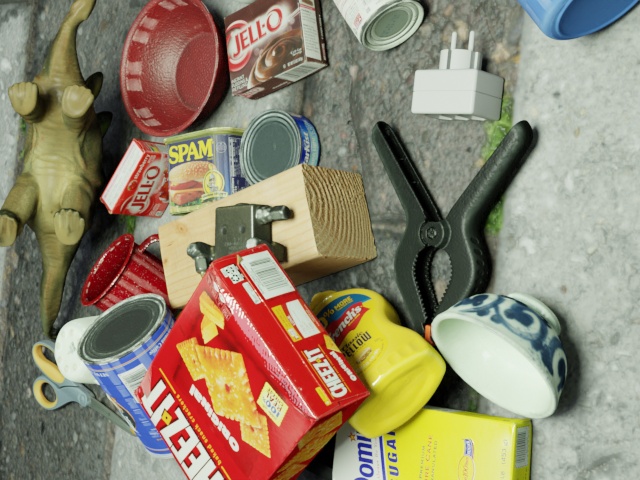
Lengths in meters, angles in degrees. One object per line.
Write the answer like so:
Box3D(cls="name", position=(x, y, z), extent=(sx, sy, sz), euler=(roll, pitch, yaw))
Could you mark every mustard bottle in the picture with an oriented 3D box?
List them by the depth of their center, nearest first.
Box3D(cls="mustard bottle", position=(0.033, 0.095, 0.977), extent=(0.096, 0.058, 0.192), euler=(-45, 31, 1))

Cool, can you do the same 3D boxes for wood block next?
Box3D(cls="wood block", position=(-0.057, 0.002, 1.065), extent=(0.207, 0.090, 0.090), euler=(-21, 74, 38))

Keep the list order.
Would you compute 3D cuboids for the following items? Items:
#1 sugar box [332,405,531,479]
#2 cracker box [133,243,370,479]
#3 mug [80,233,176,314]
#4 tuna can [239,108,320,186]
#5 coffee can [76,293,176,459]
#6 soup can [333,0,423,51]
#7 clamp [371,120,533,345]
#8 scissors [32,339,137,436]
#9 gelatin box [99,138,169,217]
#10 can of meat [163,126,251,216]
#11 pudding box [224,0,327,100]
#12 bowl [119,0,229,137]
Box3D(cls="sugar box", position=(0.095, 0.192, 0.937), extent=(0.176, 0.048, 0.093), euler=(2, 86, 32))
Box3D(cls="cracker box", position=(-0.070, 0.134, 0.938), extent=(0.164, 0.071, 0.214), euler=(54, 135, 20))
Box3D(cls="mug", position=(-0.196, 0.043, 1.174), extent=(0.117, 0.081, 0.093), euler=(-49, 26, 11))
Box3D(cls="tuna can", position=(-0.042, -0.091, 1.095), extent=(0.086, 0.033, 0.086), euler=(-4, 84, 41))
Box3D(cls="coffee can", position=(-0.170, 0.140, 1.100), extent=(0.103, 0.102, 0.140), euler=(0, 129, 41))
Box3D(cls="soup can", position=(0.046, -0.238, 1.008), extent=(0.069, 0.068, 0.102), euler=(-44, 61, 30))
Box3D(cls="clamp", position=(0.117, -0.012, 0.951), extent=(0.165, 0.036, 0.210), euler=(-4, 86, 41))
Box3D(cls="scissors", position=(-0.296, 0.203, 1.307), extent=(0.202, 0.016, 0.096), euler=(42, 123, 27))
Box3D(cls="gelatin box", position=(-0.195, -0.068, 1.201), extent=(0.030, 0.073, 0.089), euler=(48, 117, 32))
Box3D(cls="can of meat", position=(-0.120, -0.072, 1.148), extent=(0.102, 0.057, 0.084), euler=(-6, 85, 40))
Box3D(cls="pudding box", position=(-0.048, -0.205, 1.106), extent=(0.114, 0.039, 0.090), euler=(-17, 76, 39))
Box3D(cls="bowl", position=(-0.151, -0.191, 1.183), extent=(0.162, 0.055, 0.162), euler=(-4, 85, 41))
